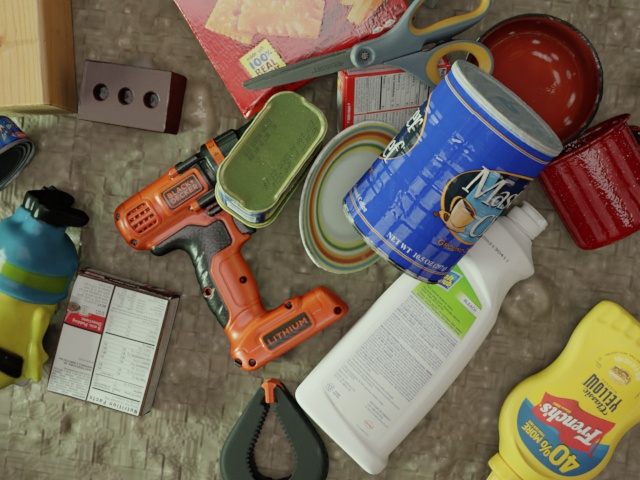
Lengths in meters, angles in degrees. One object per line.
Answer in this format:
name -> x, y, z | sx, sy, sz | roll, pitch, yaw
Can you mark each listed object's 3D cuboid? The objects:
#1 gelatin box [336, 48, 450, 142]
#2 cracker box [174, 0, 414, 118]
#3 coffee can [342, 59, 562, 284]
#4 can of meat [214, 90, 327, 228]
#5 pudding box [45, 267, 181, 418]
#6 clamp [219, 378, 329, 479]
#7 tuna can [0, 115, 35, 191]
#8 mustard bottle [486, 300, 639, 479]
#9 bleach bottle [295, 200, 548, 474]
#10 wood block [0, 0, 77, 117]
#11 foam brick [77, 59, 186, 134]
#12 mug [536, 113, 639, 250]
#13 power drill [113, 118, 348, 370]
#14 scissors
gelatin box -> 0.059, -0.118, 0.876 | 0.089, 0.030, 0.073 | -9, 136, -9
cracker box -> -0.044, -0.232, 0.868 | 0.164, 0.072, 0.213 | -29, 103, 6
coffee can -> 0.099, -0.051, 0.814 | 0.103, 0.102, 0.140 | 41, 111, 2
can of meat -> -0.039, -0.064, 0.841 | 0.057, 0.084, 0.102 | 36, 84, -1
pudding box -> -0.181, 0.089, 0.931 | 0.090, 0.039, 0.113 | 16, 96, 4
clamp -> -0.049, 0.227, 0.925 | 0.164, 0.036, 0.210 | -9, 90, 5
tuna can -> -0.287, -0.066, 0.910 | 0.086, 0.086, 0.034 | -44, 87, 5
mustard bottle -> 0.207, 0.147, 0.889 | 0.096, 0.058, 0.192 | 44, 96, 3
bleach bottle -> 0.098, 0.072, 0.894 | 0.102, 0.068, 0.251 | 44, 93, 1
wood block -> -0.266, -0.211, 0.900 | 0.091, 0.090, 0.206 | -3, 92, 4
foam brick -> -0.160, -0.122, 0.913 | 0.078, 0.051, 0.053 | 8, 93, 4
mug -> 0.236, -0.051, 0.870 | 0.117, 0.093, 0.081 | -33, 95, -31
power drill -> -0.056, 0.001, 0.908 | 0.184, 0.057, 0.187 | -33, 88, 2
scissors -> 0.049, -0.131, 0.830 | 0.202, 0.016, 0.096 | -30, 109, 2
